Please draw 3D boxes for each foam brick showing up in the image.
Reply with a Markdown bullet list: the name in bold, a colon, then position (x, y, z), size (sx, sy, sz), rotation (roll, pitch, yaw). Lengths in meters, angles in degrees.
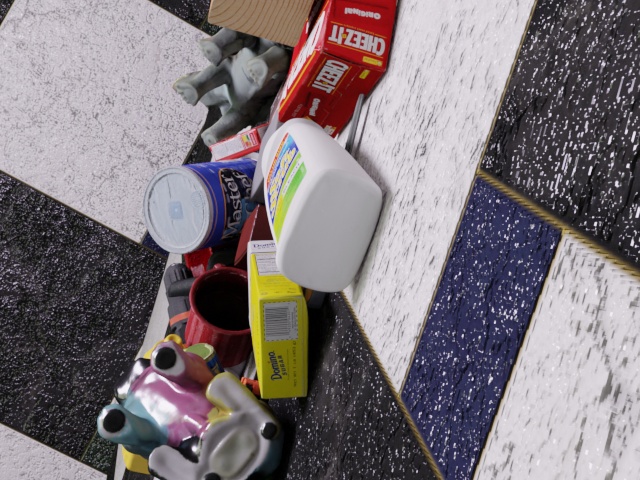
- **foam brick**: position (-0.058, 0.001, 1.173), size (0.078, 0.053, 0.051), rotation (137, 147, -67)

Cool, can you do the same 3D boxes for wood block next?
- **wood block**: position (-0.048, -0.299, 1.058), size (0.090, 0.090, 0.206), rotation (116, 164, -44)

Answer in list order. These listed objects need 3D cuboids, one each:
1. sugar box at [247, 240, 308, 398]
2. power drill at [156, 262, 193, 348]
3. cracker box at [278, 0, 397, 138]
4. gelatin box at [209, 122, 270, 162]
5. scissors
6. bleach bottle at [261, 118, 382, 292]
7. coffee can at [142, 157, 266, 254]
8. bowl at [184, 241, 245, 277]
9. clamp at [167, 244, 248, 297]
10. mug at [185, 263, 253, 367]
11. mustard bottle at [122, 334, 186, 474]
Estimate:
- **sugar box**: position (-0.042, 0.067, 0.973), size (0.176, 0.048, 0.093), rotation (-122, 30, -72)
- **power drill**: position (-0.184, 0.140, 1.446), size (0.188, 0.057, 0.184), rotation (121, 136, -65)
- **cracker box**: position (0.023, -0.232, 1.045), size (0.164, 0.072, 0.213), rotation (132, 151, -67)
- **gelatin box**: position (-0.090, -0.128, 1.373), size (0.089, 0.073, 0.030), rotation (-34, -75, -62)
- **scissors**: position (0.008, -0.029, 0.988), size (0.096, 0.016, 0.201), rotation (133, 151, -67)
- **bleach bottle**: position (-0.015, -0.045, 0.937), size (0.251, 0.068, 0.103), rotation (-123, 53, -69)
- **coffee can**: position (-0.128, -0.044, 1.279), size (0.140, 0.103, 0.103), rotation (-14, -51, -55)
- **bowl**: position (-0.133, 0.028, 1.401), size (0.162, 0.055, 0.162), rotation (167, 90, -71)
- **clamp**: position (-0.109, 0.068, 1.292), size (0.172, 0.120, 0.039), rotation (-39, 3, 45)
- **mug**: position (-0.111, 0.081, 1.214), size (0.082, 0.093, 0.117), rotation (111, 150, -48)
- **mustard bottle**: position (-0.190, 0.181, 1.253), size (0.096, 0.058, 0.192), rotation (-84, 10, -51)
